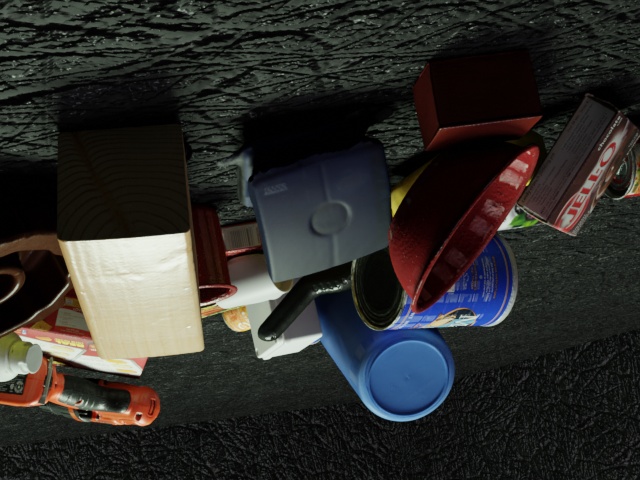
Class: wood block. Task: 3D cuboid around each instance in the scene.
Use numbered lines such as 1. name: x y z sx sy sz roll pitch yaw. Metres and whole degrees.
1. wood block: -0.141 0.009 0.820 0.090 0.091 0.206 -4 152 -5

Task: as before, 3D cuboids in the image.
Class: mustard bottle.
1. mustard bottle: 0.119 -0.047 0.987 0.096 0.058 0.192 -9 167 -28

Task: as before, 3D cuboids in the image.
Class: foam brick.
1. foam brick: 0.112 -0.100 0.771 0.078 0.051 0.053 -8 168 -10

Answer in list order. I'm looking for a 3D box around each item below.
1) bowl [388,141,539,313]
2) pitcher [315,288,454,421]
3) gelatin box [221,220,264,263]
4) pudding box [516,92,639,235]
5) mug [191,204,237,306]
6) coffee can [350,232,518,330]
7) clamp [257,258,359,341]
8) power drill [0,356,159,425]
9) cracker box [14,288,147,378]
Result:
1. bowl: 0.102 -0.022 0.836 0.162 0.055 0.162 -48 164 -19
2. pitcher: 0.075 0.118 1.231 0.149 0.145 0.243 10 -165 -14
3. gelatin box: -0.057 0.001 1.109 0.089 0.030 0.073 -9 167 -6
4. pudding box: 0.223 -0.062 0.917 0.113 0.039 0.089 -61 153 9
5. mug: -0.141 0.019 1.001 0.117 0.081 0.093 -15 166 15
6. coffee can: 0.117 0.040 1.101 0.140 0.103 0.103 0 163 -30
7. clamp: -0.006 0.040 1.149 0.172 0.120 0.039 -20 146 21
8. power drill: -0.304 0.171 1.221 0.185 0.057 0.187 -2 164 31
9. cracker box: -0.265 0.091 1.154 0.164 0.072 0.214 11 163 -9
